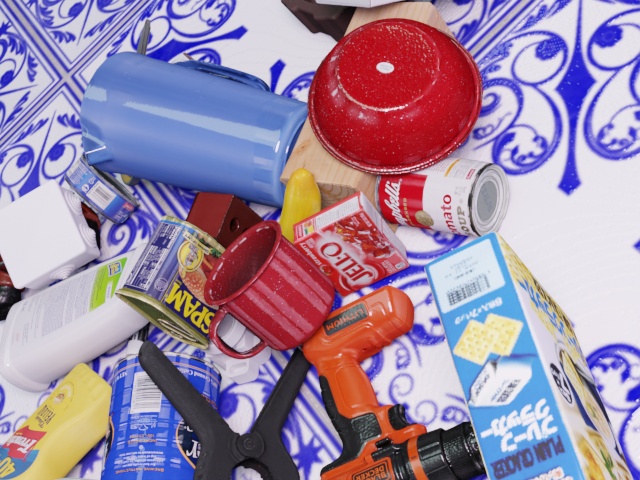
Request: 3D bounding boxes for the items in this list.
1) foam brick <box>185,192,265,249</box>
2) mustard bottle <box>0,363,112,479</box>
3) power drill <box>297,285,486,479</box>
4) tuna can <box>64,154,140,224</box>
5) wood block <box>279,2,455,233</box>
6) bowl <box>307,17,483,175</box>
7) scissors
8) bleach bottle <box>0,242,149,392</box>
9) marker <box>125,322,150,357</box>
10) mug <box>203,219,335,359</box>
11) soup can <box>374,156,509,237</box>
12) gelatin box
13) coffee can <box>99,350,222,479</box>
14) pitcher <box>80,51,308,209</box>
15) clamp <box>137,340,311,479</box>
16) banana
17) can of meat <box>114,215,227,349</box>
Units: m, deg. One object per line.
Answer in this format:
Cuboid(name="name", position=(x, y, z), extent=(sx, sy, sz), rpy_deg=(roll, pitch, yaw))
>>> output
Cuboid(name="foam brick", position=(-0.093, -0.007, 1.072), extent=(0.051, 0.078, 0.053), rpy_deg=(6, 67, 36))
Cuboid(name="mustard bottle", position=(-0.277, 0.210, 1.045), extent=(0.191, 0.058, 0.096), rpy_deg=(-47, 31, -14))
Cuboid(name="power drill", position=(0.061, 0.133, 0.889), extent=(0.185, 0.057, 0.187), rpy_deg=(-27, 50, 17))
Cuboid(name="tuna can", position=(-0.247, -0.057, 1.203), extent=(0.034, 0.086, 0.086), rpy_deg=(-48, 47, 1))
Cuboid(name="wood block", position=(0.055, -0.121, 1.036), extent=(0.090, 0.090, 0.206), rpy_deg=(8, 66, 37))
Cuboid(name="bowl", position=(0.063, -0.141, 0.951), extent=(0.162, 0.055, 0.162), rpy_deg=(-4, 66, 9))
Cuboid(name="scissors", position=(-0.209, -0.143, 1.210), extent=(0.096, 0.016, 0.202), rpy_deg=(60, 138, 26))
Cuboid(name="bleach bottle", position=(-0.221, 0.071, 1.094), extent=(0.251, 0.068, 0.102), rpy_deg=(-24, 48, 29))
Cuboid(name="marker", position=(-0.185, 0.068, 1.126), extent=(0.020, 0.020, 0.121), rpy_deg=(-12, 56, 28))
Cuboid(name="mug", position=(-0.048, 0.052, 0.930), extent=(0.117, 0.081, 0.093), rpy_deg=(-53, 25, -13))
Cuboid(name="soup can", position=(0.110, -0.042, 0.963), extent=(0.102, 0.068, 0.068), rpy_deg=(10, 68, 38))
Cuboid(name="gelatin box", position=(0.028, 0.006, 0.972), extent=(0.073, 0.089, 0.030), rpy_deg=(-26, 40, 19))
Cuboid(name="coffee can", position=(-0.144, 0.185, 0.964), extent=(0.103, 0.102, 0.140), rpy_deg=(-16, 53, 25))
Cuboid(name="pitcher", position=(-0.112, -0.117, 1.109), extent=(0.243, 0.144, 0.149), rpy_deg=(16, 91, 26))
Cuboid(name="clamp", position=(-0.077, 0.175, 0.919), extent=(0.036, 0.164, 0.210), rpy_deg=(129, 142, -56))
Cuboid(name="banana", position=(-0.044, 0.006, 1.014), extent=(0.198, 0.069, 0.037), rpy_deg=(-48, 47, 36))
Cuboid(name="can of meat", position=(-0.124, 0.038, 0.968), extent=(0.058, 0.102, 0.084), rpy_deg=(12, 66, 39))
